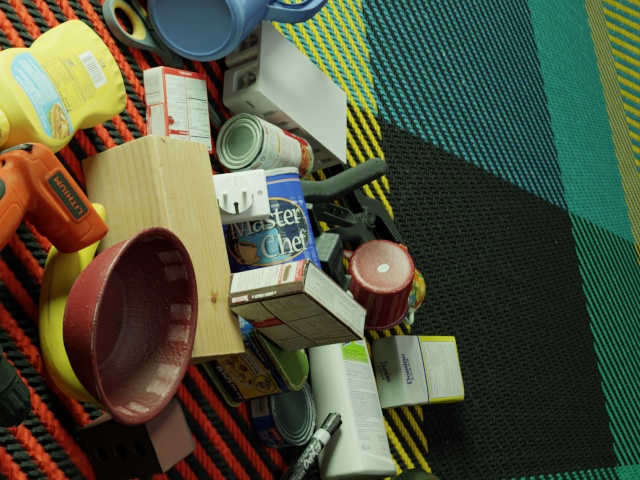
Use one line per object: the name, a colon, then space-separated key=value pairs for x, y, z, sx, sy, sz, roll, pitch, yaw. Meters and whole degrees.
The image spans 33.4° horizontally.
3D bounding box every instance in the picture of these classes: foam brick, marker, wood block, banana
foam brick: x=-0.158 y=0.172 z=0.923 sx=0.051 sy=0.078 sz=0.053 roll=-29 pitch=101 yaw=-58
marker: x=-0.013 y=0.233 z=1.160 sx=0.121 sy=0.020 sz=0.020 roll=-50 pitch=121 yaw=-33
wood block: x=-0.147 y=0.015 z=1.004 sx=0.090 sy=0.090 sz=0.206 roll=4 pitch=73 yaw=-60
banana: x=-0.213 y=0.055 z=0.925 sx=0.069 sy=0.037 sz=0.198 roll=21 pitch=56 yaw=-53

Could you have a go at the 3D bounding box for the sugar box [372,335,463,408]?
sugar box: x=0.134 y=0.178 z=1.452 sx=0.175 sy=0.048 sz=0.093 roll=9 pitch=69 yaw=-54

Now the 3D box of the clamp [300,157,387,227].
clamp: x=-0.008 y=-0.040 z=1.263 sx=0.171 sy=0.120 sz=0.039 roll=-14 pitch=56 yaw=-21

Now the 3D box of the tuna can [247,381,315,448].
tuna can: x=-0.042 y=0.182 z=1.159 sx=0.086 sy=0.034 sz=0.086 roll=34 pitch=49 yaw=-49

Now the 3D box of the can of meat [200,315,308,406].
can of meat: x=-0.071 y=0.115 z=1.092 sx=0.102 sy=0.084 sz=0.057 roll=60 pitch=33 yaw=-23

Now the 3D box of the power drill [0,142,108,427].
power drill: x=-0.248 y=0.027 z=0.834 sx=0.184 sy=0.057 sz=0.187 roll=58 pitch=42 yaw=-24

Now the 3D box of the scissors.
scissors: x=-0.171 y=-0.192 z=1.138 sx=0.201 sy=0.016 sz=0.096 roll=64 pitch=33 yaw=-18

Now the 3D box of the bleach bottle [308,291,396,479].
bleach bottle: x=0.028 y=0.156 z=1.264 sx=0.102 sy=0.068 sz=0.251 roll=23 pitch=55 yaw=-56

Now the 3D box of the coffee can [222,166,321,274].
coffee can: x=-0.058 y=0.001 z=1.149 sx=0.102 sy=0.103 sz=0.140 roll=-9 pitch=84 yaw=-60

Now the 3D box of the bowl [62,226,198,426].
bowl: x=-0.161 y=0.067 z=0.870 sx=0.162 sy=0.055 sz=0.162 roll=6 pitch=90 yaw=-68

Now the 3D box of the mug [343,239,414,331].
mug: x=0.062 y=0.047 z=1.329 sx=0.093 sy=0.117 sz=0.081 roll=-51 pitch=163 yaw=-31

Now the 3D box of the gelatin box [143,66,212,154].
gelatin box: x=-0.150 y=-0.133 z=1.119 sx=0.073 sy=0.030 sz=0.089 roll=-3 pitch=88 yaw=-58

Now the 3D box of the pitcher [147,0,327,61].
pitcher: x=-0.089 y=-0.292 z=1.184 sx=0.145 sy=0.149 sz=0.242 roll=66 pitch=28 yaw=-27

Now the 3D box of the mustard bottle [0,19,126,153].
mustard bottle: x=-0.249 y=-0.123 z=0.928 sx=0.096 sy=0.058 sz=0.191 roll=64 pitch=31 yaw=-15

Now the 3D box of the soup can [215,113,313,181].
soup can: x=-0.064 y=-0.100 z=1.224 sx=0.102 sy=0.069 sz=0.068 roll=19 pitch=60 yaw=-55

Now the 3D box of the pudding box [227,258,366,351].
pudding box: x=-0.022 y=0.064 z=1.017 sx=0.113 sy=0.090 sz=0.039 roll=41 pitch=45 yaw=-47

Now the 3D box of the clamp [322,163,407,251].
clamp: x=0.049 y=-0.037 z=1.417 sx=0.209 sy=0.036 sz=0.164 roll=30 pitch=53 yaw=-48
